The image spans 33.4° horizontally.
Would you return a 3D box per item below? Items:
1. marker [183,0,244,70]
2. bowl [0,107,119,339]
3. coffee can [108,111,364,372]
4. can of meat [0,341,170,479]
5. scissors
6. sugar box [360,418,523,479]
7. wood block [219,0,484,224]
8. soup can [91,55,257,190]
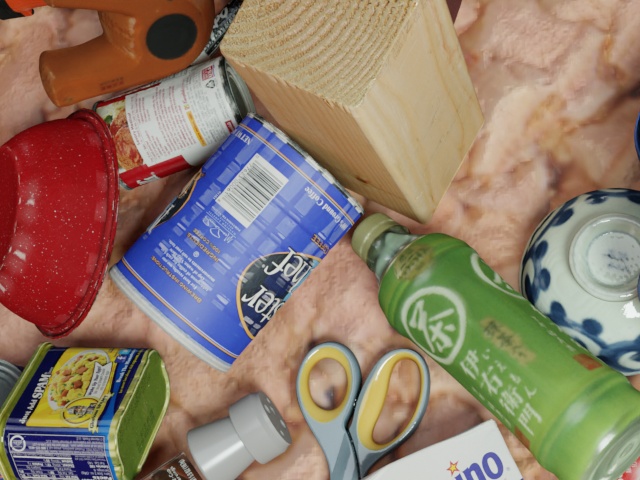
[{"bbox_3d":[-0.077,-0.155,0.798,0.020,0.020,0.121,40,88,22],"label":"marker"},{"bbox_3d":[-0.196,-0.015,0.726,0.162,0.055,0.162,-16,70,52],"label":"bowl"},{"bbox_3d":[-0.055,0.001,0.702,0.103,0.102,0.140,40,88,22],"label":"coffee can"},{"bbox_3d":[-0.154,0.114,0.704,0.084,0.057,0.102,-1,34,13],"label":"can of meat"},{"bbox_3d":[0.000,0.152,0.688,0.096,0.016,0.201,28,83,18],"label":"scissors"},{"bbox_3d":[0.099,0.204,0.625,0.093,0.048,0.176,-24,72,-4],"label":"sugar box"},{"bbox_3d":[0.029,-0.093,0.649,0.091,0.206,0.090,27,83,21],"label":"wood block"},{"bbox_3d":[-0.101,-0.084,0.759,0.102,0.068,0.068,-19,70,9],"label":"soup can"}]
